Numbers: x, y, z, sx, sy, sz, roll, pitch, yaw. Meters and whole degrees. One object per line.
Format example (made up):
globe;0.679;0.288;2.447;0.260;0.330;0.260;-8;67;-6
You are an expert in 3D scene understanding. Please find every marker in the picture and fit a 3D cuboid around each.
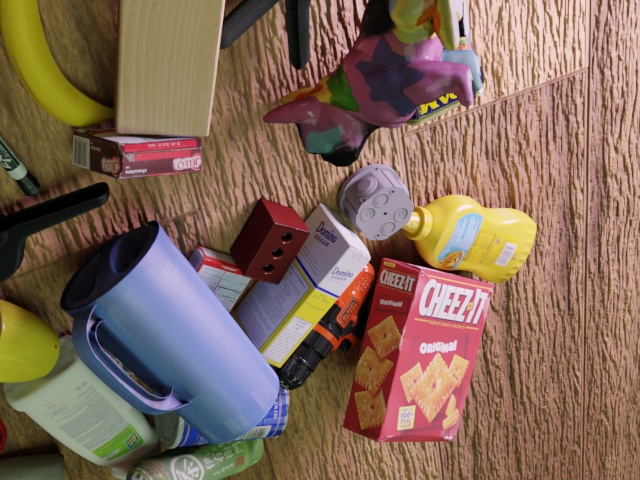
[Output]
marker;-0.313;-0.087;1.050;0.020;0.020;0.121;-31;132;-2

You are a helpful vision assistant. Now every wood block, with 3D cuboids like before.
wood block;-0.139;-0.201;0.968;0.090;0.090;0.206;1;137;-12

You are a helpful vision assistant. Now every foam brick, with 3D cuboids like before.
foam brick;-0.058;0.001;1.220;0.052;0.051;0.078;16;116;-35

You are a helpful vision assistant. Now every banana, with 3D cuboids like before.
banana;-0.257;-0.171;1.008;0.069;0.037;0.197;-50;137;-19

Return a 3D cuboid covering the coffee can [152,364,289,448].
coffee can;-0.122;0.195;1.298;0.140;0.103;0.103;-1;124;-26

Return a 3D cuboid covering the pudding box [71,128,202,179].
pudding box;-0.180;-0.087;1.043;0.089;0.114;0.039;-7;106;-35

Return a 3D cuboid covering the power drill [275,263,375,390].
power drill;0.037;0.136;1.329;0.184;0.057;0.187;-55;137;-14

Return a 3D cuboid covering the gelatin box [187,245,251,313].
gelatin box;-0.131;0.056;1.240;0.073;0.030;0.089;19;114;-37

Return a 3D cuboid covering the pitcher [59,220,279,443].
pitcher;-0.158;0.112;1.145;0.149;0.145;0.242;-42;113;-8

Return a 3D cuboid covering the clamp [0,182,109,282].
clamp;-0.321;-0.013;1.074;0.164;0.036;0.210;20;121;-26

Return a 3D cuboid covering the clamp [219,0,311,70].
clamp;-0.026;-0.248;1.056;0.120;0.039;0.171;15;112;-53

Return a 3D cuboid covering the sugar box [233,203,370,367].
sugar box;-0.024;0.053;1.248;0.048;0.093;0.176;30;108;-40

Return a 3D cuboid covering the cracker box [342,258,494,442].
cracker box;0.125;0.142;1.327;0.163;0.072;0.214;13;92;-48

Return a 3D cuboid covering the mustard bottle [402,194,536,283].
mustard bottle;0.173;-0.007;1.324;0.191;0.058;0.096;13;116;-33

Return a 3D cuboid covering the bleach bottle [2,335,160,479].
bleach bottle;-0.268;0.221;1.274;0.102;0.068;0.250;-32;134;-4
